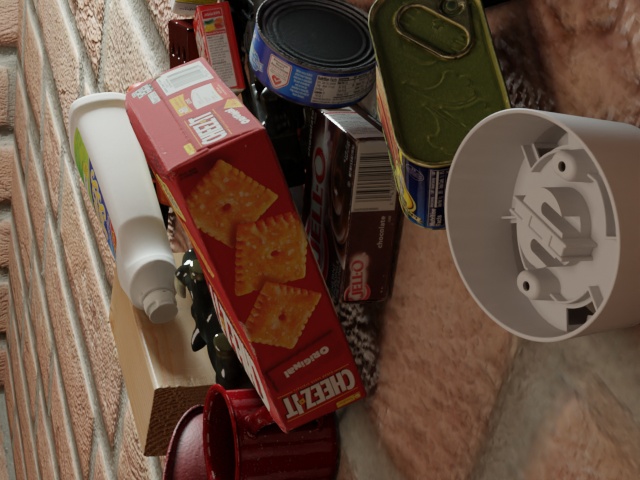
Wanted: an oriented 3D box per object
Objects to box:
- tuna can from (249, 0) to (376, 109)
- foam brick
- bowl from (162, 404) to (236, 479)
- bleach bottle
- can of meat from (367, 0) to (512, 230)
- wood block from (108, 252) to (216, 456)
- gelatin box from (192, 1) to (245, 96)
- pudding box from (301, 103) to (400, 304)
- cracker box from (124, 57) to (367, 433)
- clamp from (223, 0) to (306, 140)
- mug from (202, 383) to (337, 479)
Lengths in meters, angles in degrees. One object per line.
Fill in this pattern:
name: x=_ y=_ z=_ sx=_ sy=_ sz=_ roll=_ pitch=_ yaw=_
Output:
tuna can: x=-0.002 y=-0.123 z=0.691 sx=0.034 sy=0.086 sz=0.086 roll=107 pitch=152 yaw=-43
foam brick: x=-0.108 y=-0.177 z=0.994 sx=0.078 sy=0.051 sz=0.053 roll=-142 pitch=47 yaw=-63
bowl: x=-0.075 y=0.216 z=0.882 sx=0.162 sy=0.055 sz=0.162 roll=-5 pitch=-90 yaw=-75
bleach bottle: x=-0.190 y=-0.029 z=1.062 sx=0.103 sy=0.068 sz=0.251 roll=103 pitch=149 yaw=-48
can of meat: x=0.060 y=-0.066 z=0.546 sx=0.084 sy=0.057 sz=0.102 roll=79 pitch=180 yaw=-66
wood block: x=-0.149 y=0.109 z=1.073 sx=0.206 sy=0.090 sz=0.091 roll=-118 pitch=34 yaw=-49
gelatin box: x=-0.088 y=-0.158 z=0.906 sx=0.089 sy=0.030 sz=0.073 roll=-160 pitch=59 yaw=-80
pudding box: x=0.018 y=-0.026 z=0.707 sx=0.090 sy=0.039 sz=0.113 roll=-132 pitch=45 yaw=-60
cracker box: x=-0.055 y=0.001 z=0.731 sx=0.164 sy=0.072 sz=0.213 roll=51 pitch=164 yaw=59
clamp: x=-0.039 y=-0.170 z=0.841 sx=0.165 sy=0.036 sz=0.210 roll=110 pitch=151 yaw=-55
mug: x=-0.035 y=0.146 z=0.796 sx=0.117 sy=0.081 sz=0.093 roll=119 pitch=143 yaw=-53
